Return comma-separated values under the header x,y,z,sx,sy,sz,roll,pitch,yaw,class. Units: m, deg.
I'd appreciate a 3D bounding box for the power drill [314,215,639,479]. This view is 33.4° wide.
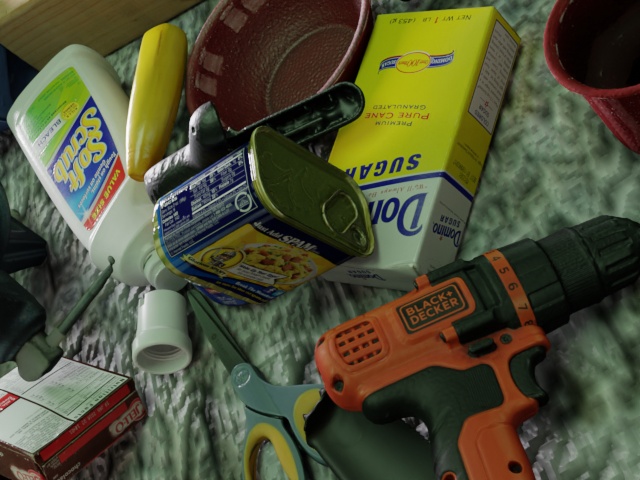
x,y,z,sx,sy,sz,roll,pitch,yaw,class
0.108,0.085,0.515,0.184,0.057,0.188,-25,53,1,power drill

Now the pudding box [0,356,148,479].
x,y,z,sx,sy,sz,roll,pitch,yaw,class
-0.189,0.122,0.734,0.114,0.039,0.089,11,36,40,pudding box

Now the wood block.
x,y,z,sx,sy,sz,roll,pitch,yaw,class
-0.185,-0.233,0.928,0.206,0.090,0.091,-22,53,28,wood block

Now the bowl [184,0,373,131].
x,y,z,sx,sy,sz,roll,pitch,yaw,class
-0.019,-0.129,0.757,0.162,0.055,0.162,-19,55,30,bowl

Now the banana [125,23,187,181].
x,y,z,sx,sy,sz,roll,pitch,yaw,class
-0.121,-0.118,0.804,0.198,0.037,0.070,-96,16,-58,banana

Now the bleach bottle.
x,y,z,sx,sy,sz,roll,pitch,yaw,class
-0.159,-0.051,0.822,0.102,0.068,0.251,-46,49,5,bleach bottle

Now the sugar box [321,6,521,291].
x,y,z,sx,sy,sz,roll,pitch,yaw,class
0.055,-0.058,0.664,0.094,0.048,0.176,5,68,40,sugar box

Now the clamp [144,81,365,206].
x,y,z,sx,sy,sz,roll,pitch,yaw,class
-0.051,-0.055,0.671,0.172,0.120,0.039,-28,74,59,clamp

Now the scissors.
x,y,z,sx,sy,sz,roll,pitch,yaw,class
-0.029,0.084,0.672,0.096,0.016,0.202,-34,49,17,scissors

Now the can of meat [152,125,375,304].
x,y,z,sx,sy,sz,roll,pitch,yaw,class
-0.033,-0.009,0.610,0.084,0.102,0.057,-29,55,29,can of meat
